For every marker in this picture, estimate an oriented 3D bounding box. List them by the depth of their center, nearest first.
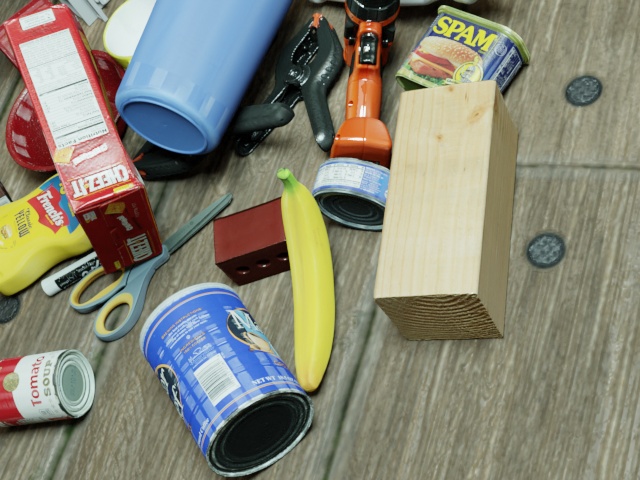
[{"bbox_3d":[-0.239,0.022,1.123,0.121,0.020,0.020,-29,53,9],"label":"marker"}]

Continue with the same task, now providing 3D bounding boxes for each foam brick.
[{"bbox_3d":[-0.057,0.001,1.024,0.078,0.053,0.051,-19,55,17],"label":"foam brick"}]

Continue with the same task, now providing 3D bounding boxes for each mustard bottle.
[{"bbox_3d":[-0.278,-0.024,1.146,0.192,0.058,0.096,-28,56,9],"label":"mustard bottle"}]

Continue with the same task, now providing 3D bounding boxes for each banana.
[{"bbox_3d":[-0.014,0.034,0.961,0.037,0.069,0.198,-8,90,30],"label":"banana"}]

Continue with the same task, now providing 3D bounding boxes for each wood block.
[{"bbox_3d":[0.113,-0.026,0.930,0.090,0.090,0.206,-4,61,25],"label":"wood block"}]

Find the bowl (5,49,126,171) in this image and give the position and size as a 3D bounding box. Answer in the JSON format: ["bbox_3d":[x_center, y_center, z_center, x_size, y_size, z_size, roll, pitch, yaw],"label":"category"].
[{"bbox_3d":[-0.275,-0.135,1.211,0.162,0.055,0.162,-12,58,20],"label":"bowl"}]

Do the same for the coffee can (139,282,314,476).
[{"bbox_3d":[-0.084,0.120,0.936,0.103,0.102,0.140,-40,53,1],"label":"coffee can"}]

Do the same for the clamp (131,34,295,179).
[{"bbox_3d":[-0.115,-0.136,1.125,0.210,0.036,0.164,-28,41,25],"label":"clamp"}]

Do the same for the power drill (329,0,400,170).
[{"bbox_3d":[0.045,-0.158,0.998,0.057,0.184,0.187,5,69,2],"label":"power drill"}]

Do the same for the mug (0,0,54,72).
[{"bbox_3d":[-0.332,-0.231,1.283,0.081,0.093,0.117,-42,83,-7],"label":"mug"}]

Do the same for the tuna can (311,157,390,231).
[{"bbox_3d":[0.035,-0.041,0.981,0.086,0.086,0.033,5,67,29],"label":"tuna can"}]

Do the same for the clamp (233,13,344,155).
[{"bbox_3d":[-0.012,-0.157,1.101,0.120,0.039,0.171,14,73,33],"label":"clamp"}]

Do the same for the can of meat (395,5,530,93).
[{"bbox_3d":[0.134,-0.167,1.023,0.102,0.057,0.084,30,81,36],"label":"can of meat"}]

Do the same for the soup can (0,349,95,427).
[{"bbox_3d":[-0.281,0.145,1.043,0.102,0.068,0.068,-10,58,21],"label":"soup can"}]

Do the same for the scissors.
[{"bbox_3d":[-0.166,0.033,1.083,0.202,0.016,0.096,-27,55,10],"label":"scissors"}]

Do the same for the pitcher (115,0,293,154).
[{"bbox_3d":[-0.112,-0.207,1.068,0.145,0.149,0.242,9,64,28],"label":"pitcher"}]

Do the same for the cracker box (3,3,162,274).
[{"bbox_3d":[-0.226,-0.097,1.038,0.072,0.164,0.214,-22,70,-8],"label":"cracker box"}]
